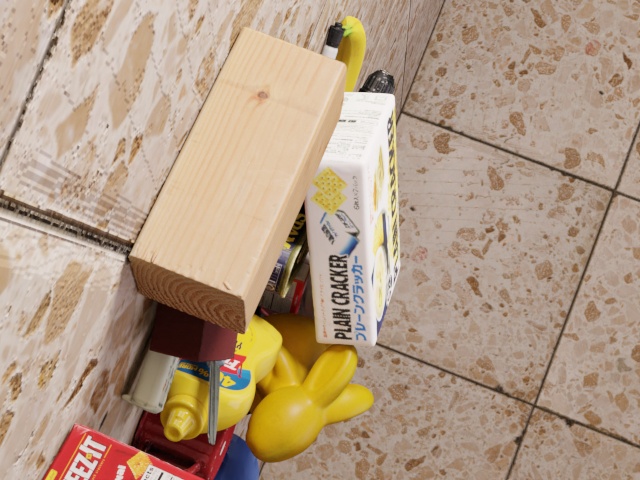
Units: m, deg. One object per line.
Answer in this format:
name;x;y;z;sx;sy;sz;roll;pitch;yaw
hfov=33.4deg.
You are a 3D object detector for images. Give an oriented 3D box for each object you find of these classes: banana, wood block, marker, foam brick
banana;0.025;-0.219;1.356;0.069;0.037;0.198;-44;161;-30
wood block;-0.059;-0.046;0.819;0.090;0.091;0.206;98;14;-68
marker;0.003;-0.200;1.266;0.020;0.020;0.121;-56;167;-68
foam brick;-0.099;0.057;0.875;0.051;0.053;0.078;5;96;-60

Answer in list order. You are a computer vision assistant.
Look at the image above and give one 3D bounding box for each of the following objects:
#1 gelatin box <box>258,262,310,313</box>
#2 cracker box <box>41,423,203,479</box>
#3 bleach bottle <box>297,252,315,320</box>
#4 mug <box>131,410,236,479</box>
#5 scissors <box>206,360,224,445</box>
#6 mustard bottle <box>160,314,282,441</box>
gelatin box;-0.060;0.042;1.182;0.073;0.089;0.030;105;5;-52
cracker box;-0.105;0.241;0.809;0.164;0.214;0.072;104;11;-54
bleach bottle;0.000;0.066;1.296;0.251;0.068;0.102;-124;-141;-83
mug;-0.136;0.196;1.052;0.117;0.081;0.093;-58;168;-65
scissors;-0.099;0.084;0.958;0.201;0.016;0.096;-85;159;-62
mustard bottle;-0.106;0.131;1.015;0.191;0.096;0.058;-59;169;-62
